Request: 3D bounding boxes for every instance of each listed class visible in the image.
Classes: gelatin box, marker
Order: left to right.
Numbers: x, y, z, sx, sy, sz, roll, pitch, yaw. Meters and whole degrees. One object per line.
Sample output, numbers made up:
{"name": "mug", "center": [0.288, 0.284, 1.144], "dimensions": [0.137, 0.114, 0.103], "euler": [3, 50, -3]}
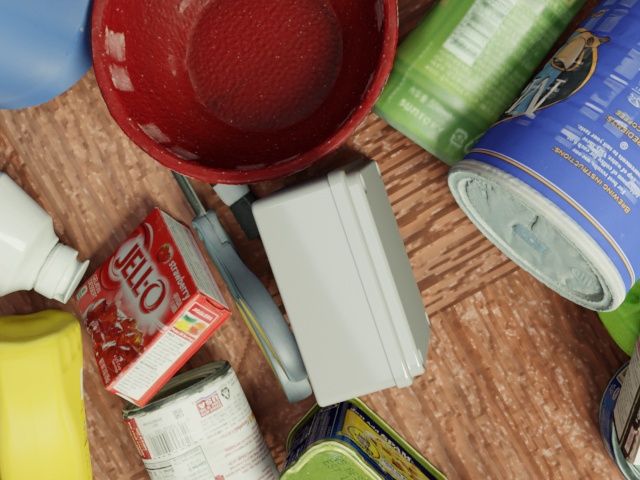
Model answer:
{"name": "gelatin box", "center": [-0.094, 0.034, 0.582], "dimensions": [0.073, 0.089, 0.030], "euler": [-45, 130, 10]}
{"name": "marker", "center": [-0.065, -0.049, 0.601], "dimensions": [0.020, 0.020, 0.121], "euler": [-36, 93, 9]}

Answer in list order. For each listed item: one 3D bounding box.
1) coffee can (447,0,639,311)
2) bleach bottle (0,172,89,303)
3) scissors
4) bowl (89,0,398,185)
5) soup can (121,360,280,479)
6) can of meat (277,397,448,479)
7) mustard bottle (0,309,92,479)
{"name": "coffee can", "center": [0.145, -0.051, 0.520], "dimensions": [0.103, 0.103, 0.140], "euler": [42, 83, -1]}
{"name": "bleach bottle", "center": [-0.248, -0.032, 0.592], "dimensions": [0.250, 0.103, 0.068], "euler": [29, 56, -5]}
{"name": "scissors", "center": [-0.054, 0.001, 0.574], "dimensions": [0.016, 0.096, 0.202], "euler": [-29, 97, -11]}
{"name": "bowl", "center": [-0.036, -0.106, 0.564], "dimensions": [0.162, 0.055, 0.162], "euler": [-1, 86, 11]}
{"name": "soup can", "center": [-0.061, 0.127, 0.598], "dimensions": [0.068, 0.068, 0.102], "euler": [-23, 94, 8]}
{"name": "can of meat", "center": [0.025, 0.140, 0.583], "dimensions": [0.102, 0.084, 0.057], "euler": [42, 99, -1]}
{"name": "mustard bottle", "center": [-0.152, 0.139, 0.594], "dimensions": [0.058, 0.096, 0.191], "euler": [-8, 98, -15]}
